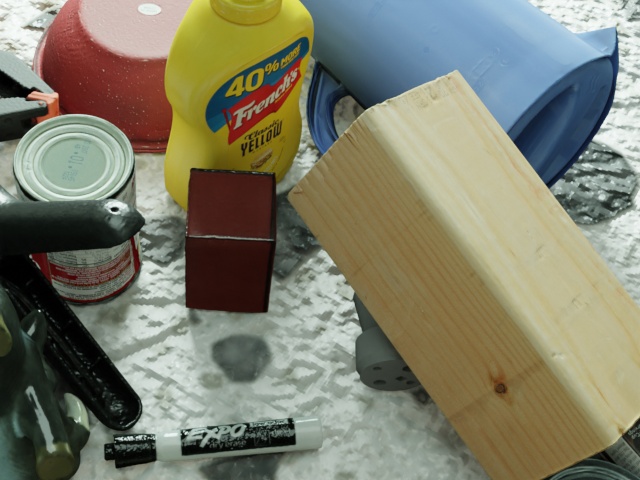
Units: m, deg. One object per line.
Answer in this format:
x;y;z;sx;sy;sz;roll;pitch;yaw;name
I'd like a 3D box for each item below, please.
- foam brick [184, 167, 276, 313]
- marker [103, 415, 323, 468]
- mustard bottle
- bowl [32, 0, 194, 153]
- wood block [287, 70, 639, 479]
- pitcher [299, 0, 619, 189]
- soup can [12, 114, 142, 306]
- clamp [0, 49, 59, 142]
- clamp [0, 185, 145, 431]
-0.054;0.001;0.637;0.051;0.078;0.053;2;54;-5;foam brick
-0.059;0.112;0.595;0.121;0.020;0.020;-4;57;-10;marker
-0.048;-0.098;0.634;0.096;0.192;0.058;-33;66;-26;mustard bottle
-0.119;-0.139;0.737;0.162;0.055;0.162;4;56;-5;bowl
0.088;0.022;0.589;0.090;0.091;0.206;-29;80;-42;wood block
0.061;-0.125;0.716;0.149;0.145;0.243;-26;58;-36;pitcher
-0.139;-0.016;0.622;0.068;0.102;0.068;3;56;-5;soup can
-0.259;-0.096;0.700;0.171;0.039;0.120;19;57;11;clamp
-0.171;-0.002;0.569;0.210;0.165;0.036;35;48;14;clamp
